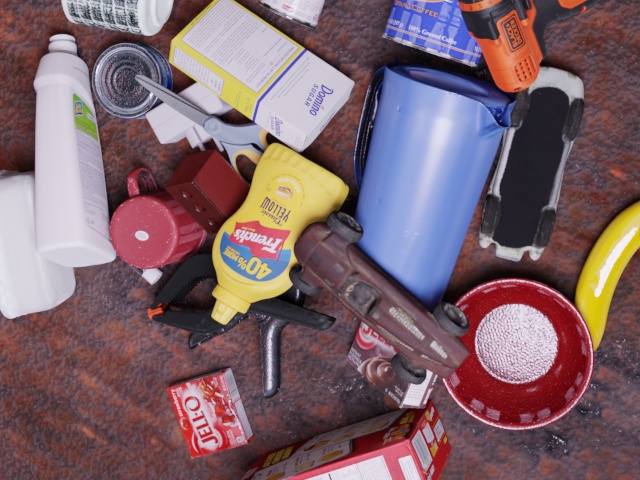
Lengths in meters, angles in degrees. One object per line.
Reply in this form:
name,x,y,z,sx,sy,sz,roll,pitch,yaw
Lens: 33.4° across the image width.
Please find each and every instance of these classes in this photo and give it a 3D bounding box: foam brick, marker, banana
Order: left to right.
marker,-0.233,0.006,1.231,0.121,0.020,0.020,40,105,6
foam brick,-0.118,-0.053,1.154,0.053,0.051,0.078,-6,134,48
banana,0.309,0.023,1.093,0.069,0.037,0.198,37,104,6

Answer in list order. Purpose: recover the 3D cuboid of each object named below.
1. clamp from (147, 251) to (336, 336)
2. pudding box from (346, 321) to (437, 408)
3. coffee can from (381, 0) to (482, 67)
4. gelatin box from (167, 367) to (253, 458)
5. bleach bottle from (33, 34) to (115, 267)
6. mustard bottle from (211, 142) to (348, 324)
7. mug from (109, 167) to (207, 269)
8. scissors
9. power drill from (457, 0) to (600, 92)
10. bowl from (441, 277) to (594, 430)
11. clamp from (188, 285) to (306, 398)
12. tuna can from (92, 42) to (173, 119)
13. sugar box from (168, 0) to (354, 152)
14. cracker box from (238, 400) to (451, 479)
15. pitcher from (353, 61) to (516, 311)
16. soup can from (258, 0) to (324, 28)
clamp,-0.094,0.037,1.166,0.210,0.036,0.164,-15,75,18
pudding box,0.083,0.113,1.129,0.114,0.039,0.090,36,110,50
coffee can,0.131,-0.255,1.062,0.103,0.102,0.140,20,102,10
gelatin box,-0.126,0.199,1.227,0.073,0.030,0.089,-17,93,15
bleach bottle,-0.276,-0.103,1.179,0.068,0.102,0.251,-8,76,10
mustard bottle,-0.057,0.001,1.109,0.096,0.058,0.191,31,90,16
mug,-0.185,-0.025,1.183,0.093,0.081,0.117,-15,94,15
scissors,-0.095,-0.130,1.138,0.096,0.016,0.201,-38,114,8
power drill,0.212,-0.259,1.006,0.187,0.057,0.184,-34,124,-8
bowl,0.205,0.115,1.122,0.162,0.055,0.162,2,98,13
clamp,-0.076,0.078,1.194,0.120,0.039,0.171,21,95,11
tuna can,-0.210,-0.178,1.191,0.086,0.033,0.086,2,98,13
sugar box,-0.063,-0.178,1.128,0.176,0.048,0.093,37,63,5
cracker box,0.021,0.249,1.130,0.214,0.164,0.072,-21,91,15
pitcher,0.095,-0.056,1.090,0.145,0.149,0.243,16,109,2
soup can,-0.015,-0.281,1.112,0.068,0.068,0.102,27,104,8
